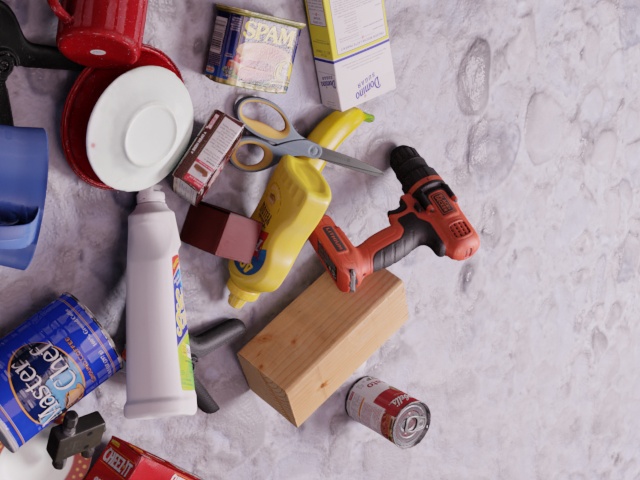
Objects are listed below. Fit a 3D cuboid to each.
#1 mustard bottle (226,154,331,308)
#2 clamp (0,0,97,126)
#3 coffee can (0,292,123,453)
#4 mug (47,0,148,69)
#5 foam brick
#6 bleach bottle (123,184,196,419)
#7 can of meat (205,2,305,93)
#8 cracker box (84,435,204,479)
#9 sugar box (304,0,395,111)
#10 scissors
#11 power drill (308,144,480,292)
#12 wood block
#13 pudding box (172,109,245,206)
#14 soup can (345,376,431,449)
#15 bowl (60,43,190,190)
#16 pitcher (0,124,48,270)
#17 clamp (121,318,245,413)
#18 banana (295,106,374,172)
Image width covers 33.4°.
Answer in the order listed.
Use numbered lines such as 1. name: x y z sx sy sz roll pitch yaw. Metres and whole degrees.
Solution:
1. mustard bottle: -0.059 0.001 1.240 0.058 0.096 0.192 15 118 -32
2. clamp: -0.314 -0.160 1.028 0.209 0.036 0.164 38 79 -44
3. coffee can: -0.290 0.135 1.101 0.140 0.103 0.103 -38 125 -23
4. mug: -0.218 -0.223 1.028 0.117 0.093 0.081 28 60 -53
5. foam brick: -0.113 -0.010 1.213 0.052 0.078 0.051 18 91 -41
6. bleach bottle: -0.177 0.063 1.141 0.068 0.102 0.251 -6 80 4
7. can of meat: -0.075 -0.212 1.191 0.101 0.058 0.084 4 105 -39
8. cracker box: -0.231 0.353 1.235 0.164 0.072 0.213 41 77 -47
9. sugar box: 0.034 -0.252 1.273 0.093 0.048 0.176 -26 123 -30
10. scissors: -0.026 -0.094 1.259 0.201 0.016 0.096 34 93 -22
11. power drill: 0.080 -0.027 1.330 0.187 0.184 0.057 -23 146 -12
12. wood block: 0.007 0.119 1.329 0.205 0.090 0.091 -42 147 -21
13. pudding box: -0.123 -0.088 1.160 0.039 0.113 0.090 32 81 -2
14. soup can: 0.090 0.231 1.439 0.068 0.102 0.068 -13 112 -35
15. bowl: -0.187 -0.120 1.111 0.161 0.055 0.162 -27 130 -37
16. pitcher: -0.364 -0.048 0.928 0.242 0.149 0.145 7 67 -25
17. clamp: -0.155 0.133 1.245 0.171 0.039 0.120 29 78 -53
18. banana: -0.001 -0.096 1.301 0.197 0.037 0.069 -53 127 -12
